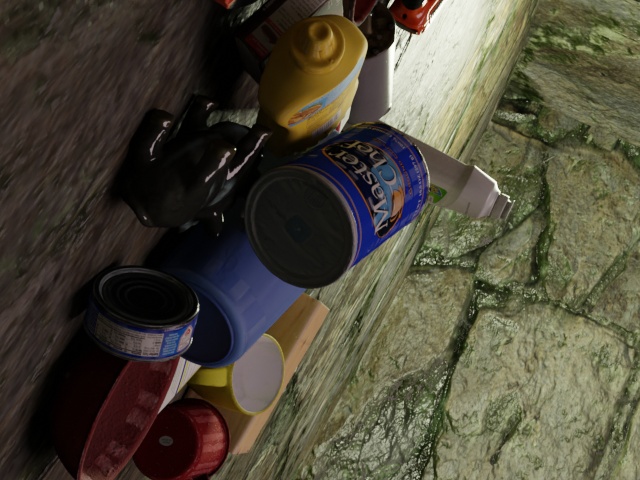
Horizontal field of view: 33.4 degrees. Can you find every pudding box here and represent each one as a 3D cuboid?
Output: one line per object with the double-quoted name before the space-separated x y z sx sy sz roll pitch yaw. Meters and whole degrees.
"pudding box" -0.025 -0.173 0.886 0.090 0.039 0.113 -44 172 -3

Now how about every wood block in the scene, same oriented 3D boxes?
"wood block" -0.082 0.148 1.303 0.206 0.090 0.091 -60 169 -5

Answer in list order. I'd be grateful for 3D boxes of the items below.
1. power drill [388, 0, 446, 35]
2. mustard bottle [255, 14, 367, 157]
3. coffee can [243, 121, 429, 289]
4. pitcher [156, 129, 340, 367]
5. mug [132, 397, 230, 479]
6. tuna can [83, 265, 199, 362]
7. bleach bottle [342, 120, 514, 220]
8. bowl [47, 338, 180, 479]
"power drill" 0.145 -0.354 1.305 0.184 0.057 0.188 -52 169 -22
"mustard bottle" -0.007 -0.128 0.841 0.096 0.058 0.192 -39 174 -10
"coffee can" 0.016 -0.033 0.897 0.140 0.103 0.103 -35 150 -52
"pitcher" -0.057 0.001 1.004 0.242 0.145 0.149 -50 128 -46
"mug" -0.148 0.226 1.139 0.093 0.117 0.081 -25 168 9
"tuna can" -0.138 0.055 0.825 0.086 0.086 0.034 -47 158 -60
"bleach bottle" 0.120 -0.086 1.331 0.068 0.251 0.102 -62 170 -16
"bowl" -0.177 0.127 0.885 0.162 0.055 0.162 -61 170 -20
